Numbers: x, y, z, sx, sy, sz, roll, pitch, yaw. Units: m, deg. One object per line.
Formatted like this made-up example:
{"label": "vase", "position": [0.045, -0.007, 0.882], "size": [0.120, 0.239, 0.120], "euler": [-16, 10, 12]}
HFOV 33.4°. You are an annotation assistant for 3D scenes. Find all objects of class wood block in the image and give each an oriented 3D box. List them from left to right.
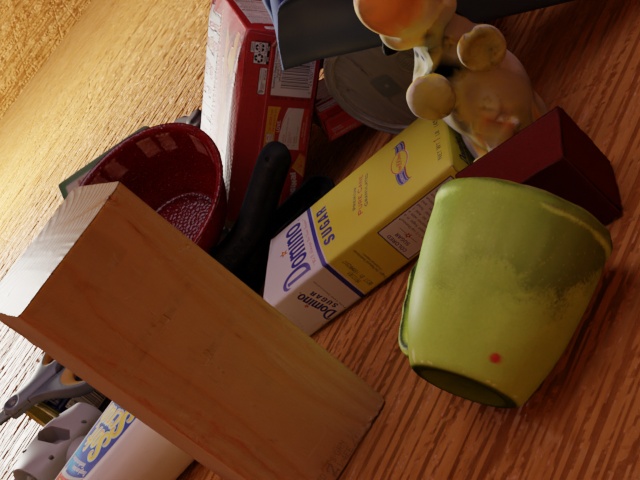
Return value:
{"label": "wood block", "position": [-0.076, 0.065, 0.617], "size": [0.090, 0.206, 0.091], "euler": [-56, 24, -16]}

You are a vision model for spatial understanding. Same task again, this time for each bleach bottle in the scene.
{"label": "bleach bottle", "position": [-0.142, 0.162, 0.770], "size": [0.251, 0.068, 0.103], "euler": [-51, 23, 2]}

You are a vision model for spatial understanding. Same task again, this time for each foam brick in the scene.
{"label": "foam brick", "position": [0.121, -0.027, 0.605], "size": [0.078, 0.053, 0.051], "euler": [-33, 28, 31]}

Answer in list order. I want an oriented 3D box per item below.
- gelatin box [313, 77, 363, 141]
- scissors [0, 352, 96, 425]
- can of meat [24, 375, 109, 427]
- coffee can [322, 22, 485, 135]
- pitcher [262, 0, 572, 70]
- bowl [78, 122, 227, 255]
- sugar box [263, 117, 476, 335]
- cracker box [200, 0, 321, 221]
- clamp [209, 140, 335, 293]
{"label": "gelatin box", "position": [0.026, -0.123, 0.923], "size": [0.073, 0.030, 0.089], "euler": [-27, 25, -2]}
{"label": "scissors", "position": [-0.241, 0.140, 0.896], "size": [0.096, 0.016, 0.201], "euler": [19, 63, 46]}
{"label": "can of meat", "position": [-0.224, 0.130, 0.970], "size": [0.102, 0.057, 0.084], "euler": [-7, 45, 58]}
{"label": "coffee can", "position": [0.074, -0.168, 0.838], "size": [0.103, 0.102, 0.140], "euler": [-20, 36, 48]}
{"label": "pitcher", "position": [0.074, -0.205, 0.728], "size": [0.243, 0.145, 0.149], "euler": [-10, 62, -1]}
{"label": "bowl", "position": [-0.131, -0.014, 0.857], "size": [0.162, 0.055, 0.162], "euler": [-18, 53, 25]}
{"label": "sugar box", "position": [0.035, -0.013, 0.745], "size": [0.176, 0.048, 0.093], "euler": [-37, 26, 24]}
{"label": "cracker box", "position": [-0.060, -0.128, 0.957], "size": [0.214, 0.072, 0.164], "euler": [-120, 35, -65]}
{"label": "clamp", "position": [-0.055, 0.001, 0.826], "size": [0.039, 0.120, 0.171], "euler": [30, 82, 28]}
